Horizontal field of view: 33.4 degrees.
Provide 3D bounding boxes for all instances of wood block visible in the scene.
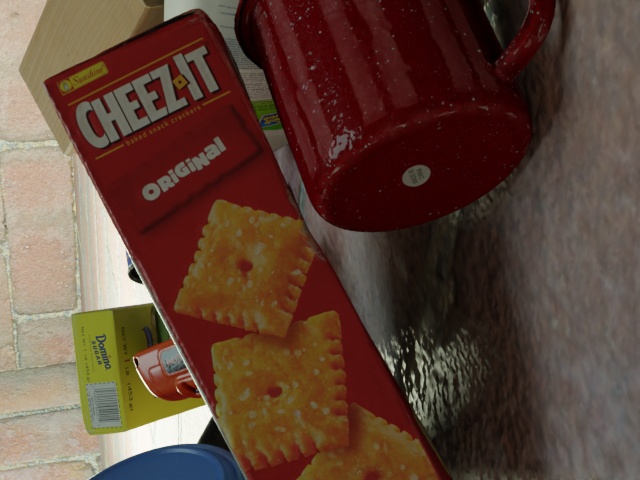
[{"bbox_3d":[-0.151,-0.162,0.822,0.091,0.090,0.206,60,143,11],"label":"wood block"}]

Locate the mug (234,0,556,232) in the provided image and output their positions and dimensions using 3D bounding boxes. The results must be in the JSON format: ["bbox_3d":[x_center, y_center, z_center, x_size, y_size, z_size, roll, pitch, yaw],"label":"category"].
[{"bbox_3d":[0.033,-0.062,0.375,0.117,0.093,0.081,-35,61,30],"label":"mug"}]

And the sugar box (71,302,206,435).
[{"bbox_3d":[-0.127,0.095,0.865,0.176,0.048,0.093,-6,-91,-64],"label":"sugar box"}]

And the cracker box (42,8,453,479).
[{"bbox_3d":[-0.024,0.026,0.450,0.214,0.072,0.164,64,177,-1],"label":"cracker box"}]
